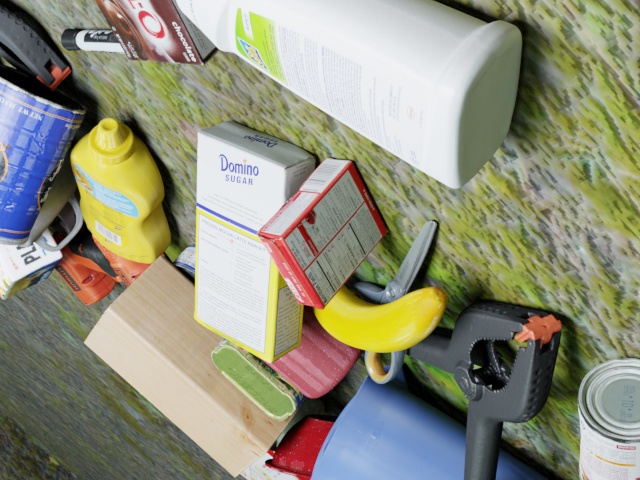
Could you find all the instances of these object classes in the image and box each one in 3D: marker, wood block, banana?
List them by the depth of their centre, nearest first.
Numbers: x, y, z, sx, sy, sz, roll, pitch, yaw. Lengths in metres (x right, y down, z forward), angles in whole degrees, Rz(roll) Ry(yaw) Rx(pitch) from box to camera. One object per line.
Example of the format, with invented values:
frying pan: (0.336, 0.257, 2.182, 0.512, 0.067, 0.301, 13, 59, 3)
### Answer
banana: (0.037, 0.055, 0.837, 0.198, 0.037, 0.069, 16, 122, 59)
marker: (-0.177, -0.163, 0.874, 0.121, 0.020, 0.020, 13, 143, 45)
wood block: (-0.123, 0.127, 1.074, 0.206, 0.090, 0.091, 42, 140, -1)

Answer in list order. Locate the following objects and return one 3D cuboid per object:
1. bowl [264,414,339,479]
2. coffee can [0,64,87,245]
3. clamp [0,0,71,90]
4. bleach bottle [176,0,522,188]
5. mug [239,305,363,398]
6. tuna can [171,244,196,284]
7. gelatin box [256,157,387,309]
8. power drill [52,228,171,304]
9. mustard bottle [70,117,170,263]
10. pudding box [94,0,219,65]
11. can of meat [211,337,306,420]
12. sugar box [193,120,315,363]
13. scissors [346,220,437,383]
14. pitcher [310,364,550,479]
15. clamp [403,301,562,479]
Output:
bowl: (0.026, 0.211, 1.088, 0.162, 0.055, 0.162, 8, 175, 0)
coffee can: (-0.292, -0.080, 0.988, 0.102, 0.140, 0.103, 26, -170, -5)
clamp: (-0.300, -0.203, 0.954, 0.171, 0.039, 0.120, 35, 171, 1)
bleach bottle: (-0.004, -0.129, 0.638, 0.251, 0.068, 0.102, 32, 153, 24)
mug: (-0.013, 0.085, 0.972, 0.081, 0.093, 0.117, 41, -174, -11)
tuna can: (-0.115, 0.045, 1.099, 0.086, 0.033, 0.086, 32, 153, 19)
gelatin box: (0.002, -0.005, 0.790, 0.030, 0.089, 0.073, 13, 143, 45)
power drill: (-0.228, 0.043, 1.231, 0.188, 0.057, 0.184, 3, 131, 49)
mustard bottle: (-0.194, -0.055, 1.024, 0.096, 0.058, 0.192, 34, 154, 14)
pudding box: (-0.124, -0.180, 0.750, 0.090, 0.039, 0.113, 13, 143, 44)
can of meat: (-0.044, 0.111, 1.033, 0.102, 0.083, 0.058, 42, 141, -1)
sugar box: (-0.055, 0.001, 0.858, 0.093, 0.048, 0.176, 25, 122, 31)
scissors: (0.051, 0.033, 0.861, 0.096, 0.016, 0.202, 51, 148, 39)
pitcher: (0.110, 0.236, 0.940, 0.243, 0.144, 0.149, 29, 119, 9)
clamp: (0.127, 0.115, 0.820, 0.164, 0.036, 0.210, 65, 152, 11)
